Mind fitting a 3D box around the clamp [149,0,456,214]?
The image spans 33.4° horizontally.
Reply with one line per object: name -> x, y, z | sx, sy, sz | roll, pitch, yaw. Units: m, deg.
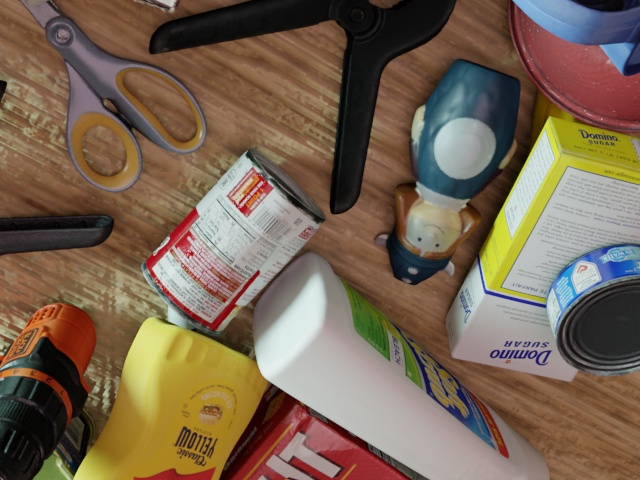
clamp -> 0.009, -0.141, 0.652 | 0.164, 0.036, 0.210 | 34, 99, -16

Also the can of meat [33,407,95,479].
can of meat -> -0.201, 0.151, 0.696 | 0.102, 0.084, 0.057 | -32, 108, 3

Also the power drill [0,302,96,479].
power drill -> -0.229, 0.122, 0.642 | 0.188, 0.184, 0.057 | -25, 109, 11

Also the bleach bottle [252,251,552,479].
bleach bottle -> 0.070, 0.114, 0.719 | 0.250, 0.102, 0.068 | 37, 108, -23

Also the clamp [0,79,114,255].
clamp -> -0.219, -0.005, 0.668 | 0.171, 0.039, 0.120 | -40, 103, 13

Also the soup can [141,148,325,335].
soup can -> -0.054, 0.001, 0.674 | 0.068, 0.068, 0.102 | 41, 98, -17

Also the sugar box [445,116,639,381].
sugar box -> 0.154, 0.011, 0.683 | 0.093, 0.048, 0.176 | 13, 131, -12

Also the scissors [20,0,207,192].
scissors -> -0.163, -0.107, 0.654 | 0.201, 0.016, 0.096 | 35, 100, -16

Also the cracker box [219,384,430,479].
cracker box -> 0.013, 0.217, 0.749 | 0.213, 0.072, 0.164 | 37, 99, -15

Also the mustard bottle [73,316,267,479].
mustard bottle -> -0.106, 0.151, 0.668 | 0.096, 0.058, 0.191 | 32, 78, -46
